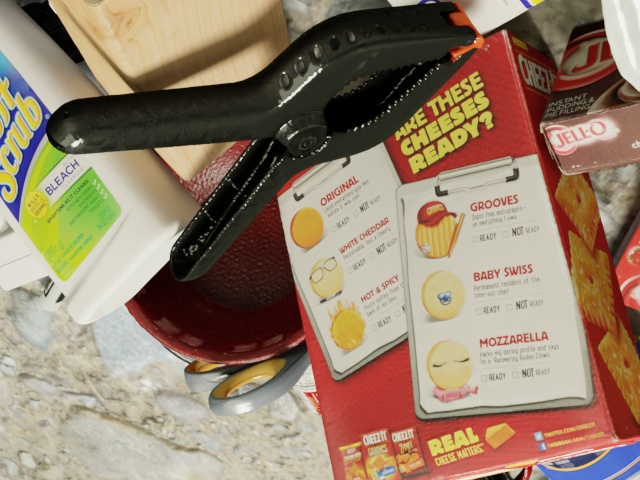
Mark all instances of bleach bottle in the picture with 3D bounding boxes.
[{"bbox_3d":[-0.186,-0.075,0.645,0.251,0.068,0.103,48,114,4],"label":"bleach bottle"}]

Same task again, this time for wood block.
[{"bbox_3d":[-0.079,-0.121,0.535,0.090,0.090,0.206,48,172,15],"label":"wood block"}]

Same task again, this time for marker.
[{"bbox_3d":[-0.203,0.022,0.869,0.020,0.020,0.121,36,137,-7],"label":"marker"}]

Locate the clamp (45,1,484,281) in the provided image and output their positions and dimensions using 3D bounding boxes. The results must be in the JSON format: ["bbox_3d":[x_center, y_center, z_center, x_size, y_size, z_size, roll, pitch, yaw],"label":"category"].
[{"bbox_3d":[-0.016,-0.055,0.543,0.210,0.036,0.164,-25,152,-5],"label":"clamp"}]

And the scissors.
[{"bbox_3d":[0.008,0.067,0.681,0.202,0.096,0.016,-17,109,4],"label":"scissors"}]

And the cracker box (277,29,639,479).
[{"bbox_3d":[0.071,0.020,0.582,0.164,0.214,0.072,-22,162,32],"label":"cracker box"}]

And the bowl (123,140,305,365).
[{"bbox_3d":[-0.055,0.001,0.704,0.162,0.162,0.055,22,177,9],"label":"bowl"}]
